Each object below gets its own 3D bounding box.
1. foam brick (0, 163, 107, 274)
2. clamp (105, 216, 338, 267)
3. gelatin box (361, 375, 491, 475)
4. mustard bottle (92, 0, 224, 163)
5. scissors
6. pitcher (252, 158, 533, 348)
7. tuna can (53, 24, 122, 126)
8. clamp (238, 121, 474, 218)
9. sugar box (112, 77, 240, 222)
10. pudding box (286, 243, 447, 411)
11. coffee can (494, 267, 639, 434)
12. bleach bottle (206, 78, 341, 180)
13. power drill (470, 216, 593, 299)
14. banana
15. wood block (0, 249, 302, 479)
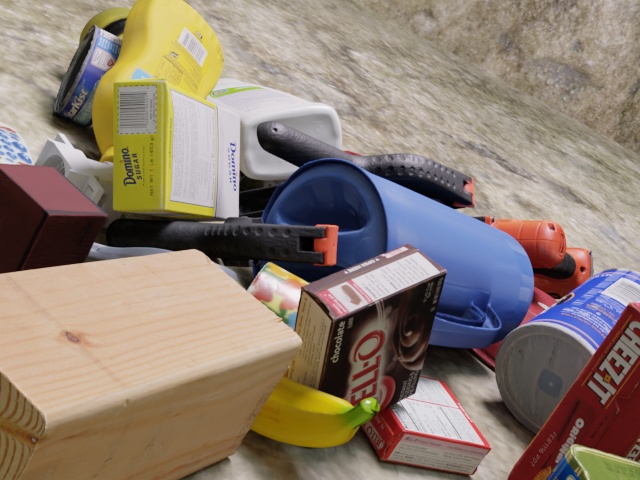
[{"bbox_3d":[-0.172,0.002,0.624,0.051,0.078,0.052,38,18,23],"label":"foam brick"},{"bbox_3d":[-0.055,0.001,0.774,0.172,0.039,0.120,5,7,28],"label":"clamp"},{"bbox_3d":[0.065,0.125,0.743,0.089,0.030,0.073,16,24,-35],"label":"gelatin box"},{"bbox_3d":[-0.142,-0.113,0.896,0.096,0.058,0.191,48,43,-38],"label":"mustard bottle"},{"bbox_3d":[-0.150,0.015,0.702,0.202,0.016,0.096,11,-23,9],"label":"scissors"},{"bbox_3d":[0.077,0.029,0.865,0.242,0.145,0.149,14,65,-47],"label":"pitcher"},{"bbox_3d":[-0.204,-0.145,0.946,0.033,0.086,0.086,25,19,-22],"label":"tuna can"},{"bbox_3d":[0.030,-0.052,0.897,0.210,0.036,0.165,2,-19,-4],"label":"clamp"},{"bbox_3d":[-0.106,-0.063,0.814,0.048,0.093,0.176,1,-2,10],"label":"sugar box"},{"bbox_3d":[0.025,0.065,0.666,0.089,0.113,0.039,-22,45,-33],"label":"pudding box"},{"bbox_3d":[0.226,0.093,0.892,0.103,0.103,0.140,39,40,24],"label":"coffee can"},{"bbox_3d":[-0.068,-0.124,1.074,0.102,0.068,0.251,-9,20,-17],"label":"bleach bottle"},{"bbox_3d":[0.184,0.019,1.089,0.185,0.057,0.187,1,-10,35],"label":"power drill"},{"bbox_3d":[-0.051,0.075,0.638,0.198,0.070,0.037,25,34,22],"label":"banana"},{"bbox_3d":[-0.109,0.070,0.523,0.091,0.090,0.205,39,20,20],"label":"wood block"}]
